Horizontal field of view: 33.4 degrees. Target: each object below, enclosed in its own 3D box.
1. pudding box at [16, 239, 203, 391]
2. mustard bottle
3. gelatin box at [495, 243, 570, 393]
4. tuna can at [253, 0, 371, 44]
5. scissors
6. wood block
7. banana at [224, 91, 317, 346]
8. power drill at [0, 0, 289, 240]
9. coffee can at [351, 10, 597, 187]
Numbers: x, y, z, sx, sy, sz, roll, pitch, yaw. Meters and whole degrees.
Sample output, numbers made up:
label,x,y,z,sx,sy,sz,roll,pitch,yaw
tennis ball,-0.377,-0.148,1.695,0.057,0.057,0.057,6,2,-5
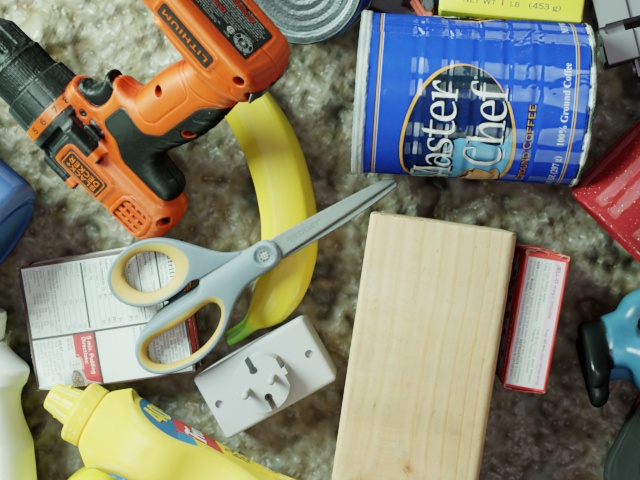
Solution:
label,x,y,z,sx,sy,sz,roll,pitch,yaw
pudding box,-0.141,0.051,0.724,0.113,0.039,0.090,-8,91,2
mustard bottle,-0.092,0.146,0.690,0.191,0.096,0.058,28,83,4
gelatin box,0.133,0.048,0.688,0.030,0.073,0.089,9,93,3
tuna can,-0.009,-0.169,0.683,0.086,0.033,0.086,5,110,15
scissors,-0.055,0.001,0.689,0.202,0.016,0.096,-45,88,3
wood block,0.062,0.089,0.686,0.090,0.091,0.206,8,93,3
banana,-0.038,-0.027,0.714,0.069,0.037,0.198,-3,92,2
power drill,-0.121,-0.105,0.660,0.184,0.057,0.188,45,134,-9
coffee can,0.092,-0.089,0.670,0.140,0.103,0.103,4,92,3
